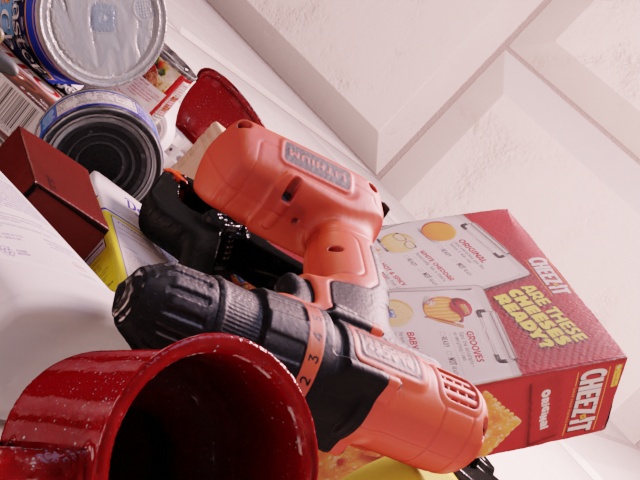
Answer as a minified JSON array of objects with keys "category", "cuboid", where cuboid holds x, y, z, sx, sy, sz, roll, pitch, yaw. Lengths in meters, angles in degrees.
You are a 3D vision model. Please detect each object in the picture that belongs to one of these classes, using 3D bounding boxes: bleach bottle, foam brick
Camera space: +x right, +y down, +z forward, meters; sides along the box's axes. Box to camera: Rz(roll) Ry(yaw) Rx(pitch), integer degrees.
[{"category":"bleach bottle","cuboid":[-0.188,-0.029,0.488,0.251,0.068,0.102,46,8,28]},{"category":"foam brick","cuboid":[-0.159,-0.018,0.595,0.053,0.051,0.078,37,11,-34]}]

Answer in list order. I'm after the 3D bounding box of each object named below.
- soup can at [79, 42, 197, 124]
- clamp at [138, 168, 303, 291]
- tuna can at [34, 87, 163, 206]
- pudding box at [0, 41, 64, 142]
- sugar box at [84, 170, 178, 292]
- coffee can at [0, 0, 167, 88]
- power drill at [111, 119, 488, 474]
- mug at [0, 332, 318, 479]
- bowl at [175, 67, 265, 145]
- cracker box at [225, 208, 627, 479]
[{"category":"soup can","cuboid":[-0.164,-0.125,0.913,0.068,0.102,0.068,42,9,-8]},{"category":"clamp","cuboid":[-0.050,0.007,0.635,0.120,0.039,0.172,18,20,-31]},{"category":"tuna can","cuboid":[-0.149,-0.056,0.715,0.086,0.086,0.034,39,12,-30]},{"category":"pudding box","cuboid":[-0.228,-0.111,0.767,0.113,0.039,0.090,44,9,2]},{"category":"sugar box","cuboid":[-0.106,0.029,0.643,0.093,0.048,0.176,39,6,-28]},{"category":"coffee can","cuboid":[-0.197,-0.173,0.841,0.102,0.102,0.141,38,-13,-33]},{"category":"power drill","cuboid":[-0.016,0.018,0.513,0.184,0.057,0.187,27,27,-27]},{"category":"mug","cuboid":[-0.070,0.079,0.372,0.117,0.093,0.082,7,-9,-43]},{"category":"bowl","cuboid":[-0.101,-0.092,1.083,0.162,0.055,0.162,48,-21,24]},{"category":"cracker box","cuboid":[0.052,0.063,0.669,0.213,0.072,0.164,-8,37,-16]}]
